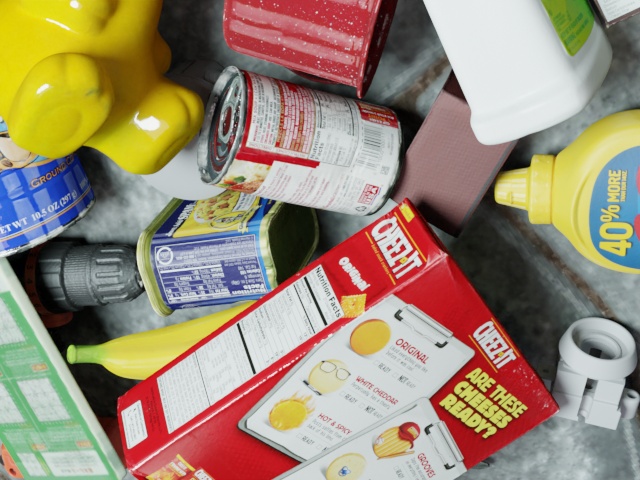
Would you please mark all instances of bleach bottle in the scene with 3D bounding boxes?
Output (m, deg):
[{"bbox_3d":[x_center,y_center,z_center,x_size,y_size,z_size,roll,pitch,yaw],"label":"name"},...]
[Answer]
[{"bbox_3d":[0.063,-0.180,0.532,0.068,0.102,0.251,-19,110,34],"label":"bleach bottle"}]

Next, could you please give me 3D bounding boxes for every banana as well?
[{"bbox_3d":[-0.067,0.063,0.704,0.198,0.069,0.037,-17,80,19],"label":"banana"}]

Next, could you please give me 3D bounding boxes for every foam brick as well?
[{"bbox_3d":[0.080,-0.053,0.626,0.051,0.053,0.078,28,121,1],"label":"foam brick"}]

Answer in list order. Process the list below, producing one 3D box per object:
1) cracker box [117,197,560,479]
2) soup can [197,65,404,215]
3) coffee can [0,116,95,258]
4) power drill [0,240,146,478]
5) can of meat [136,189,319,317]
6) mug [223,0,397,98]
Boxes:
[{"bbox_3d":[0.012,0.098,0.642,0.214,0.072,0.164,-35,128,6],"label":"cracker box"},{"bbox_3d":[-0.011,-0.055,0.613,0.102,0.068,0.069,11,125,-24],"label":"soup can"},{"bbox_3d":[-0.217,-0.070,0.680,0.103,0.102,0.140,-9,114,22],"label":"coffee can"},{"bbox_3d":[-0.192,0.086,0.787,0.185,0.057,0.187,-3,115,19],"label":"power drill"},{"bbox_3d":[-0.054,0.001,0.669,0.084,0.102,0.057,-7,114,18],"label":"can of meat"},{"bbox_3d":[-0.003,-0.128,0.593,0.081,0.093,0.117,17,156,6],"label":"mug"}]
